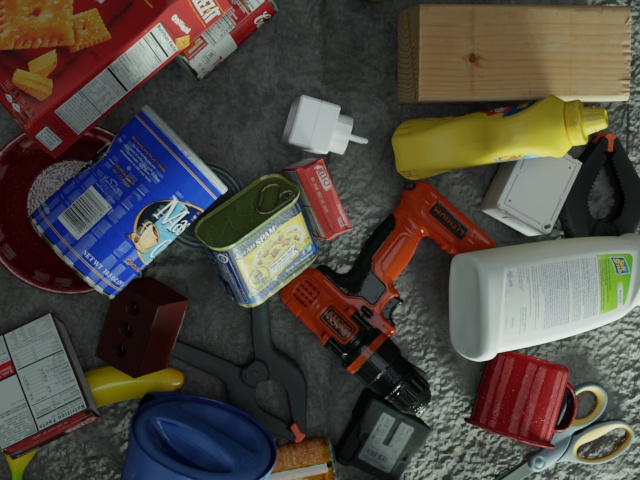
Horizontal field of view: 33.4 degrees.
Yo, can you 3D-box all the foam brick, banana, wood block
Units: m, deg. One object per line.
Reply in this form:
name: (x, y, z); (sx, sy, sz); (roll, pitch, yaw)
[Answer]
foam brick: (-0.168, 0.081, 1.006); (0.053, 0.051, 0.078); (25, 105, 25)
banana: (-0.230, 0.162, 1.031); (0.197, 0.037, 0.069); (-32, 117, -3)
wood block: (0.185, -0.179, 1.033); (0.206, 0.090, 0.091); (-1, 96, -9)

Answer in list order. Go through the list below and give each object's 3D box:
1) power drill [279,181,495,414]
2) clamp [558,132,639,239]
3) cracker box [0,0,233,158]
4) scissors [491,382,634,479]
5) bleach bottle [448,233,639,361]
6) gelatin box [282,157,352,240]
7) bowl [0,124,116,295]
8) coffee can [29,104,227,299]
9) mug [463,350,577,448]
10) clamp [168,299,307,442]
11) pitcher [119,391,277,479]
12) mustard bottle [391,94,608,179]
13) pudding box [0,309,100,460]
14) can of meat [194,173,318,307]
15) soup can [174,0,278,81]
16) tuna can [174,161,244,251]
power drill: (0.081, 0.050, 1.039); (0.184, 0.057, 0.187); (43, 85, 3)
clamp: (0.275, -0.003, 1.087); (0.164, 0.036, 0.210); (-6, 98, -10)
cracker box: (-0.213, -0.206, 0.950); (0.213, 0.072, 0.164); (-41, 69, -2)
scissors: (0.228, 0.209, 1.109); (0.201, 0.016, 0.096); (-13, 95, -7)
bleach bottle: (0.246, 0.049, 1.023); (0.250, 0.068, 0.102); (-5, 100, -23)
gelatin box: (-0.004, -0.041, 1.017); (0.030, 0.089, 0.073); (-25, 97, -9)
bowl: (-0.233, -0.032, 1.001); (0.162, 0.055, 0.162); (-1, 95, -8)
coffee can: (-0.166, -0.034, 0.930); (0.140, 0.103, 0.103); (-44, 99, -2)
mug: (0.209, 0.157, 1.068); (0.117, 0.093, 0.081); (17, 87, -21)
clamp: (-0.061, 0.118, 1.048); (0.120, 0.039, 0.171); (-43, 96, 2)
pitcher: (-0.140, 0.269, 0.989); (0.145, 0.149, 0.243); (20, 111, 4)
mustard bottle: (0.169, -0.098, 0.994); (0.192, 0.096, 0.058); (-7, 95, 25)
pudding box: (-0.268, 0.134, 0.994); (0.090, 0.039, 0.113); (-25, 66, -6)
can of meat: (-0.057, 0.001, 1.001); (0.102, 0.058, 0.084); (-37, 133, -18)
soup can: (-0.099, -0.207, 1.000); (0.102, 0.068, 0.068); (-42, 99, -3)
tuna can: (-0.114, -0.034, 1.030); (0.086, 0.034, 0.086); (-1, 95, -8)
